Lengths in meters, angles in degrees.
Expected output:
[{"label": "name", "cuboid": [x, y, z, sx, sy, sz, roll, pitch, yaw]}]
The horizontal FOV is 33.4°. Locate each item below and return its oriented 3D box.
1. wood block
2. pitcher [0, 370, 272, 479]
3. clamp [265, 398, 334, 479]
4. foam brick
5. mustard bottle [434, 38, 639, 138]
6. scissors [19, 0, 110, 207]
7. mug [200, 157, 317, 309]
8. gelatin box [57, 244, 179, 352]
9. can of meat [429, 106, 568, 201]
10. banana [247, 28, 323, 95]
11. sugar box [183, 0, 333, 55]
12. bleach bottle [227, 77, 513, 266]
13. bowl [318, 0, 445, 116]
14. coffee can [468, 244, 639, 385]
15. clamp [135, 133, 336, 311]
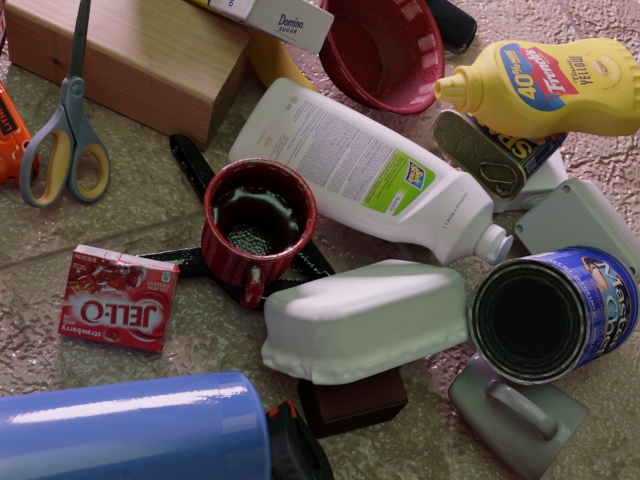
[{"label": "wood block", "cuboid": [-0.178, -0.179, 0.994, 0.206, 0.091, 0.090, 25, 61, 1]}, {"label": "pitcher", "cuboid": [-0.164, 0.180, 0.805, 0.242, 0.149, 0.145, -7, 50, -19]}, {"label": "clamp", "cuboid": [-0.009, 0.203, 0.833, 0.039, 0.120, 0.171, -33, 67, 7]}, {"label": "foam brick", "cuboid": [0.026, 0.130, 0.903, 0.078, 0.053, 0.051, -11, 67, -18]}, {"label": "mustard bottle", "cuboid": [0.191, -0.135, 0.949, 0.191, 0.058, 0.096, -4, 60, -18]}, {"label": "scissors", "cuboid": [-0.205, -0.119, 0.938, 0.016, 0.096, 0.202, 17, 84, 41]}, {"label": "mug", "cuboid": [-0.056, 0.001, 0.891, 0.093, 0.082, 0.117, 3, 66, -12]}, {"label": "gelatin box", "cuboid": [-0.168, 0.049, 0.894, 0.089, 0.030, 0.073, 12, 100, -5]}, {"label": "can of meat", "cuboid": [0.168, -0.100, 0.991, 0.102, 0.057, 0.083, 42, 60, 9]}, {"label": "banana", "cuboid": [-0.020, -0.156, 1.047, 0.069, 0.037, 0.198, -26, 71, -22]}, {"label": "sugar box", "cuboid": [-0.079, -0.226, 0.994, 0.093, 0.048, 0.176, 17, 13, -45]}, {"label": "bleach bottle", "cuboid": [0.047, -0.044, 0.921, 0.251, 0.068, 0.102, 31, 90, 22]}, {"label": "bowl", "cuboid": [0.048, -0.190, 1.048, 0.161, 0.055, 0.162, 15, 67, -38]}, {"label": "coffee can", "cuboid": [0.200, 0.059, 0.902, 0.103, 0.103, 0.140, 55, 29, 16]}, {"label": "clamp", "cuboid": [-0.085, 0.012, 0.948, 0.210, 0.036, 0.164, 30, 62, 4]}]
